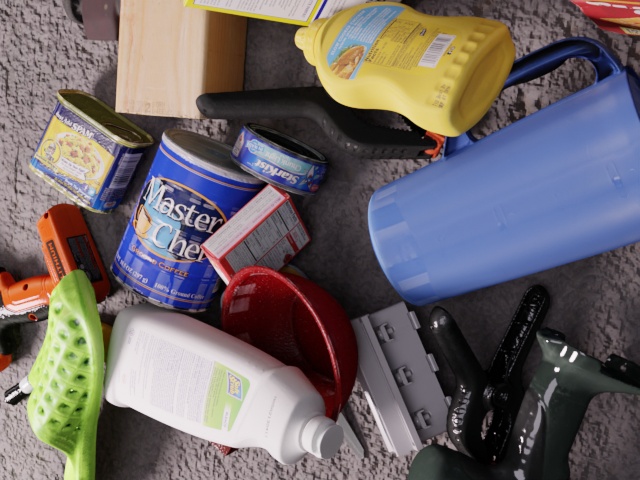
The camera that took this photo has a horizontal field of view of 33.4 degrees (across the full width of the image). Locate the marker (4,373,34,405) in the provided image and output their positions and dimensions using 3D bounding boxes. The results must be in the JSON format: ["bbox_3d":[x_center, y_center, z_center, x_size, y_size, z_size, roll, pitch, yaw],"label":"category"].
[{"bbox_3d":[-0.286,0.136,1.108,0.121,0.020,0.020,-36,82,20],"label":"marker"}]

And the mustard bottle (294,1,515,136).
[{"bbox_3d":[0.054,-0.147,0.860,0.192,0.058,0.096,22,70,38],"label":"mustard bottle"}]

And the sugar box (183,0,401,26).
[{"bbox_3d":[-0.019,-0.222,0.885,0.176,0.093,0.048,4,66,-18],"label":"sugar box"}]

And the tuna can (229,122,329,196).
[{"bbox_3d":[-0.036,-0.073,0.954,0.086,0.086,0.034,29,103,16],"label":"tuna can"}]

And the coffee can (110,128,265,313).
[{"bbox_3d":[-0.121,-0.019,0.984,0.103,0.102,0.140,29,105,16],"label":"coffee can"}]

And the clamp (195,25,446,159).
[{"bbox_3d":[0.008,-0.125,0.928,0.210,0.036,0.164,36,71,8],"label":"clamp"}]

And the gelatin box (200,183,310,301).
[{"bbox_3d":[-0.056,0.001,0.958,0.089,0.073,0.030,-44,55,-11],"label":"gelatin box"}]

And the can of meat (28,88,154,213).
[{"bbox_3d":[-0.226,-0.086,1.043,0.102,0.057,0.084,35,109,15],"label":"can of meat"}]

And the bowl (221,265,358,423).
[{"bbox_3d":[-0.018,0.091,0.924,0.162,0.055,0.162,26,126,43],"label":"bowl"}]

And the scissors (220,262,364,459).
[{"bbox_3d":[-0.005,0.103,0.996,0.202,0.016,0.096,42,94,1],"label":"scissors"}]

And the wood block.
[{"bbox_3d":[-0.122,-0.216,0.971,0.090,0.090,0.206,7,97,19],"label":"wood block"}]

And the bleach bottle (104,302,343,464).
[{"bbox_3d":[-0.083,0.134,0.914,0.251,0.067,0.102,19,106,40],"label":"bleach bottle"}]

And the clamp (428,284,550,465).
[{"bbox_3d":[0.134,0.121,0.902,0.039,0.120,0.171,-156,70,-63],"label":"clamp"}]

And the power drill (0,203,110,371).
[{"bbox_3d":[-0.319,0.030,1.091,0.188,0.057,0.184,-24,90,24],"label":"power drill"}]

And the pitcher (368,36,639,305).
[{"bbox_3d":[0.160,-0.043,0.861,0.243,0.144,0.149,-22,50,25],"label":"pitcher"}]
